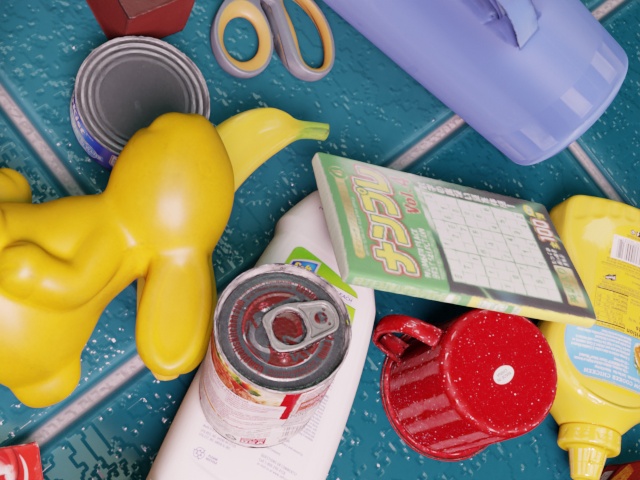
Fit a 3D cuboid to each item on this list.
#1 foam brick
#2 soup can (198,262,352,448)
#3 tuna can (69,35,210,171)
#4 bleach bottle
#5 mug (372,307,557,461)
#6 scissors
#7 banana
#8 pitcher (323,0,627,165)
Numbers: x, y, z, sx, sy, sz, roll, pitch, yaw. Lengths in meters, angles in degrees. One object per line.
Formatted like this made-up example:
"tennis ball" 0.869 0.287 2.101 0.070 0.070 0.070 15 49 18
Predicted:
"foam brick" -0.125 -0.172 0.696 0.052 0.051 0.078 -29 85 -26
"soup can" -0.027 0.064 0.558 0.068 0.102 0.068 5 63 -9
"tuna can" -0.116 -0.085 0.681 0.086 0.034 0.086 6 71 -19
"bleach bottle" -0.010 0.065 0.657 0.102 0.068 0.250 30 63 -5
"mug" 0.087 0.082 0.676 0.117 0.082 0.093 36 64 -7
"scissors" -0.060 -0.195 0.748 0.096 0.016 0.202 -27 84 -26
"banana" -0.068 -0.012 0.660 0.069 0.037 0.197 33 76 -4
"pitcher" 0.093 -0.165 0.721 0.242 0.145 0.149 41 44 -11
